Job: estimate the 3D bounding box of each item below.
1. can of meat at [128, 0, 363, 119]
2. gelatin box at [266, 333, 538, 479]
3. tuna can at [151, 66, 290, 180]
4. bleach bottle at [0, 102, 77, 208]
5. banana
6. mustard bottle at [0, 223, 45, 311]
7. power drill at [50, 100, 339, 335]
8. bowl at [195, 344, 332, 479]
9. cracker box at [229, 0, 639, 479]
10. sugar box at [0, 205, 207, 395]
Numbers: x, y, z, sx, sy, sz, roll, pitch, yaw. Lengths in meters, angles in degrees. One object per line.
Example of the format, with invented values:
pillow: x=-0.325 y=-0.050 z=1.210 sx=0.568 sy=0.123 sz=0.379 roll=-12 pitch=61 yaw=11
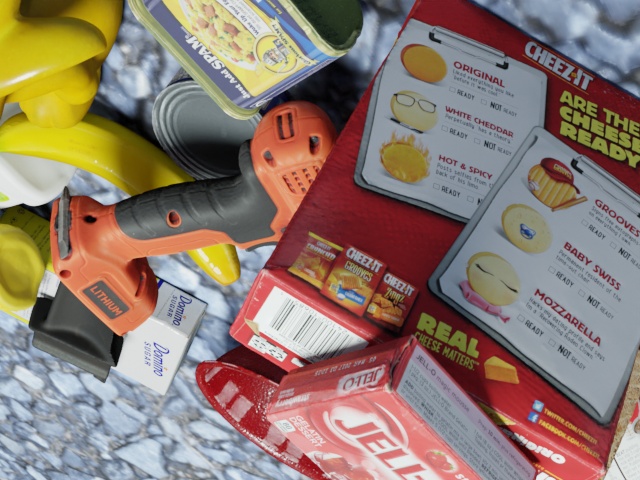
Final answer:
can of meat: x=-0.038 y=-0.126 z=0.572 sx=0.084 sy=0.057 sz=0.102 roll=-24 pitch=118 yaw=43
gelatin box: x=0.033 y=0.083 z=0.436 sx=0.073 sy=0.030 sz=0.089 roll=-21 pitch=121 yaw=45
tuna can: x=-0.058 y=-0.073 z=0.659 sx=0.086 sy=0.033 sz=0.086 roll=16 pitch=139 yaw=14
bleach bottle: x=-0.290 y=-0.053 z=0.797 sx=0.251 sy=0.068 sz=0.102 roll=-14 pitch=129 yaw=43
banana: x=-0.133 y=-0.039 z=0.715 sx=0.197 sy=0.069 sz=0.037 roll=26 pitch=170 yaw=-15
mustard bottle: x=-0.307 y=0.006 z=0.782 sx=0.192 sy=0.058 sz=0.096 roll=10 pitch=165 yaw=12
power drill: x=-0.054 y=0.001 z=0.656 sx=0.188 sy=0.057 sz=0.184 roll=-17 pitch=144 yaw=10
bowl: x=-0.015 y=0.123 z=0.813 sx=0.162 sy=0.055 sz=0.162 roll=28 pitch=153 yaw=16
cracker box: x=0.076 y=-0.004 z=0.513 sx=0.164 sy=0.213 sz=0.072 roll=30 pitch=143 yaw=-2
sugar box: x=-0.184 y=0.048 z=0.856 sx=0.176 sy=0.048 sz=0.093 roll=26 pitch=138 yaw=-2
